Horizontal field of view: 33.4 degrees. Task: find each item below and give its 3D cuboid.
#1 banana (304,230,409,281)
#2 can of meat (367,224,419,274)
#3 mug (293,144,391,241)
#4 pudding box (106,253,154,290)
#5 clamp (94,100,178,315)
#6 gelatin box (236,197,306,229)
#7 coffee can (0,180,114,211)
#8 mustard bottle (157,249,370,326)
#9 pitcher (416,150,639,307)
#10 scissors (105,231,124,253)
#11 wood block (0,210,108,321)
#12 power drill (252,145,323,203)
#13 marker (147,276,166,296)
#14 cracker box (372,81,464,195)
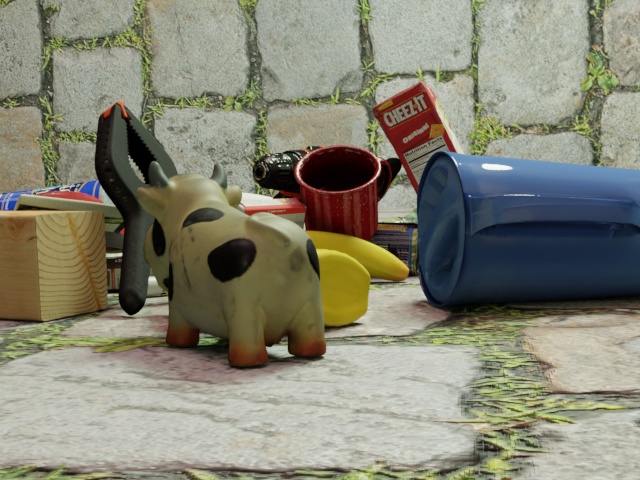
[{"bbox_3d":[-0.006,0.020,1.102,0.197,0.069,0.037,-5,-27,-21],"label":"banana"},{"bbox_3d":[0.075,0.009,1.219,0.084,0.057,0.102,2,5,13],"label":"can of meat"},{"bbox_3d":[0.030,-0.050,1.161,0.117,0.081,0.093,-30,44,-28],"label":"mug"},{"bbox_3d":[-0.205,0.030,1.147,0.090,0.039,0.113,-5,2,-9],"label":"pudding box"},{"bbox_3d":[-0.149,-0.029,0.990,0.036,0.210,0.164,-30,-18,29],"label":"clamp"},{"bbox_3d":[-0.057,0.002,1.127,0.073,0.089,0.030,-4,24,-30],"label":"gelatin box"},{"bbox_3d":[-0.319,-0.018,1.323,0.140,0.103,0.102,-8,3,6],"label":"coffee can"},{"bbox_3d":[-0.061,0.034,0.859,0.192,0.058,0.096,2,-5,39],"label":"mustard bottle"},{"bbox_3d":[0.213,-0.009,0.922,0.242,0.145,0.149,1,35,-12],"label":"pitcher"},{"bbox_3d":[-0.267,0.001,1.073,0.096,0.016,0.202,19,-16,-41],"label":"scissors"},{"bbox_3d":[-0.302,0.019,0.963,0.206,0.091,0.090,0,4,28],"label":"wood block"},{"bbox_3d":[-0.056,-0.040,1.286,0.188,0.057,0.184,-42,-22,31],"label":"power drill"},{"bbox_3d":[-0.119,0.042,1.072,0.120,0.020,0.020,-4,4,-28],"label":"marker"},{"bbox_3d":[0.143,-0.074,1.262,0.072,0.214,0.164,-27,0,11],"label":"cracker box"}]
